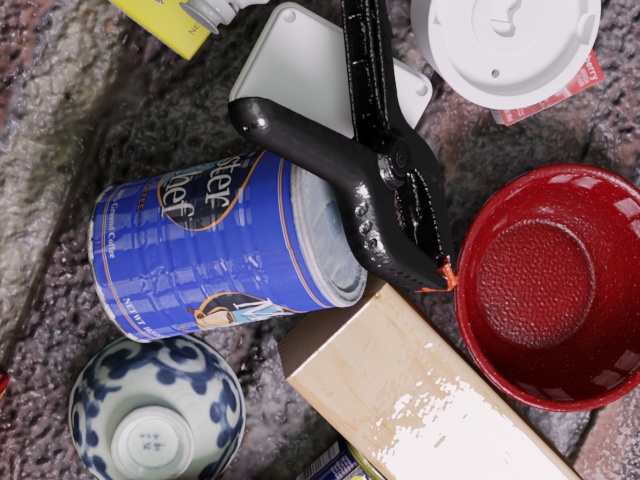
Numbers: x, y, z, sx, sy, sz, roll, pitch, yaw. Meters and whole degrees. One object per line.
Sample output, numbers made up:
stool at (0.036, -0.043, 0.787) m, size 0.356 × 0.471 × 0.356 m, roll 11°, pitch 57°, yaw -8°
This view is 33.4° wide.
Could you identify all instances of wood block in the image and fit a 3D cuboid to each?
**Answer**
wood block at (0.076, 0.120, 0.711) m, size 0.090 × 0.091 × 0.206 m, roll -44°, pitch 100°, yaw 3°

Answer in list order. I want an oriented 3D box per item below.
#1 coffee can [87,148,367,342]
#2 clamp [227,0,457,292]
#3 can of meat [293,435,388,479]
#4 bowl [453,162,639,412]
coffee can at (-0.054, 0.001, 0.649) m, size 0.140 × 0.102 × 0.103 m, roll -12°, pitch 102°, yaw 20°
clamp at (0.025, -0.043, 0.607) m, size 0.036 × 0.164 × 0.210 m, roll -3°, pitch 124°, yaw 35°
can of meat at (0.024, 0.193, 0.737) m, size 0.084 × 0.057 × 0.102 m, roll -42°, pitch 100°, yaw 6°
bowl at (0.155, 0.030, 0.711) m, size 0.162 × 0.055 × 0.162 m, roll 0°, pitch 90°, yaw -14°
